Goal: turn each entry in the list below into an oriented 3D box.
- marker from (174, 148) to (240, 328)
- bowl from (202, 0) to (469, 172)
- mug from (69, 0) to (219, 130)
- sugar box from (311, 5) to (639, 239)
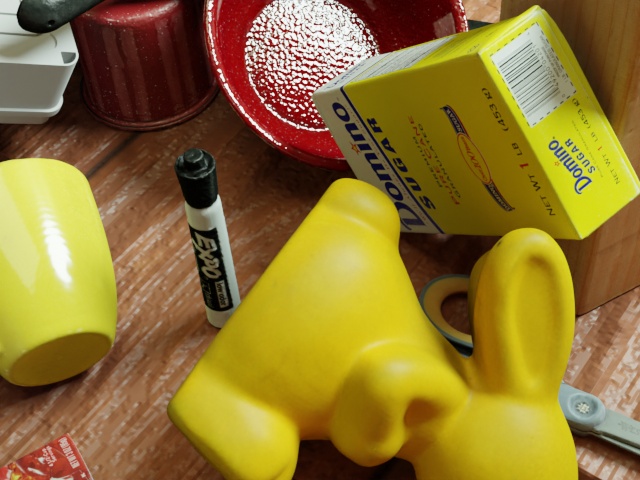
[{"bbox_3d":[-0.053,0.001,0.520,0.020,0.121,0.020,-2,50,2],"label":"marker"},{"bbox_3d":[0.004,-0.114,0.628,0.162,0.055,0.162,3,81,-18],"label":"bowl"},{"bbox_3d":[-0.122,-0.132,0.663,0.117,0.081,0.093,19,54,19],"label":"mug"},{"bbox_3d":[0.064,-0.049,0.514,0.048,0.093,0.176,-36,14,-20],"label":"sugar box"}]
